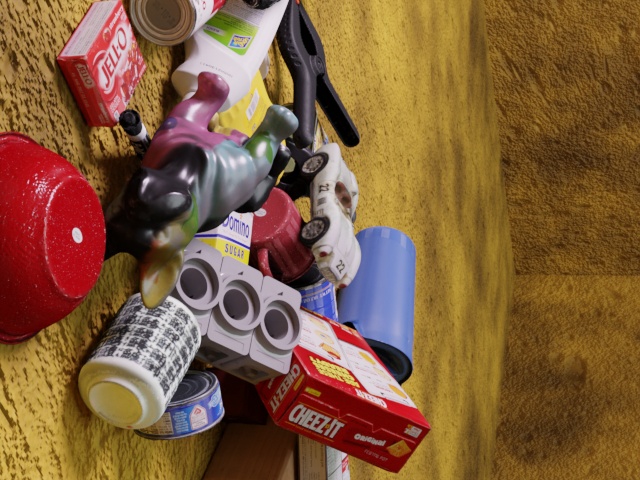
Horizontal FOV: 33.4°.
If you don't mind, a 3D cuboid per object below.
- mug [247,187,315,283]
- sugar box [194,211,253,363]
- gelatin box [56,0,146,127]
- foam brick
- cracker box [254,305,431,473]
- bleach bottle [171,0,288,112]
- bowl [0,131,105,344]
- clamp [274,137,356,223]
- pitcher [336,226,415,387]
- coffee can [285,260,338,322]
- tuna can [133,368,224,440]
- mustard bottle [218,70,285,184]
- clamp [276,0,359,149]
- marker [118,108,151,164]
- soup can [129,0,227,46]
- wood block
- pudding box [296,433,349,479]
[{"bbox_3d":[-0.058,0.002,1.227,0.081,0.093,0.117,59,27,-51],"label":"mug"},{"bbox_3d":[-0.112,0.035,1.128,0.093,0.048,0.176,52,42,-63],"label":"sugar box"},{"bbox_3d":[-0.185,-0.152,0.916,0.089,0.030,0.073,-74,157,-43],"label":"gelatin box"},{"bbox_3d":[-0.093,0.172,1.176,0.078,0.053,0.051,44,48,-65],"label":"foam brick"},{"bbox_3d":[-0.001,0.144,1.145,0.072,0.164,0.214,-57,-151,10],"label":"cracker box"},{"bbox_3d":[-0.100,-0.223,1.113,0.068,0.102,0.250,108,1,-57],"label":"bleach bottle"},{"bbox_3d":[-0.207,-0.002,0.801,0.162,0.055,0.162,0,90,-74],"label":"bowl"},{"bbox_3d":[-0.040,-0.057,1.324,0.171,0.120,0.039,56,-7,-29],"label":"clamp"},{"bbox_3d":[0.089,0.106,1.647,0.149,0.145,0.242,118,-13,-48],"label":"pitcher"},{"bbox_3d":[-0.028,0.105,1.302,0.102,0.103,0.140,-52,139,-63],"label":"coffee can"},{"bbox_3d":[-0.134,0.150,0.986,0.086,0.086,0.034,-47,133,-66],"label":"tuna can"},{"bbox_3d":[-0.081,-0.120,1.206,0.191,0.058,0.096,63,40,-55],"label":"mustard bottle"},{"bbox_3d":[-0.018,-0.206,1.324,0.164,0.036,0.210,-29,100,-65],"label":"clamp"},{"bbox_3d":[-0.162,-0.091,0.953,0.121,0.020,0.020,92,2,-78],"label":"marker"},{"bbox_3d":[-0.133,-0.233,1.021,0.102,0.069,0.068,-63,148,-57],"label":"soup can"},{"bbox_3d":[-0.072,0.278,1.179,0.206,0.090,0.091,-67,152,-53],"label":"wood block"},{"bbox_3d":[0.003,0.242,1.203,0.090,0.039,0.113,-21,109,-71],"label":"pudding box"}]
